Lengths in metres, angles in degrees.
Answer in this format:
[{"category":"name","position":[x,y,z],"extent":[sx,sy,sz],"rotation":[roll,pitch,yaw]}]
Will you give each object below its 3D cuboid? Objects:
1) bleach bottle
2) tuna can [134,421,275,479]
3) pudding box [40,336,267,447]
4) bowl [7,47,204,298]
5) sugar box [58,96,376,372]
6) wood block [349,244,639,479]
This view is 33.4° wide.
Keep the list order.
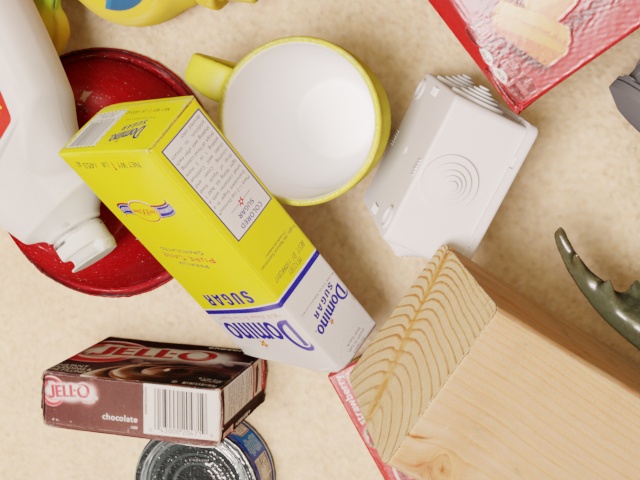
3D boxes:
[{"category":"bleach bottle","position":[-0.188,-0.099,0.601],"extent":[0.103,0.068,0.251],"rotation":[-33,89,27]},{"category":"tuna can","position":[-0.074,0.153,0.679],"extent":[0.086,0.033,0.086],"rotation":[2,98,15]},{"category":"pudding box","position":[-0.099,0.089,0.648],"extent":[0.113,0.090,0.039],"rotation":[6,100,13]},{"category":"bowl","position":[-0.145,-0.039,0.661],"extent":[0.162,0.055,0.162],"rotation":[2,97,15]},{"category":"sugar box","position":[-0.054,0.001,0.583],"extent":[0.094,0.048,0.176],"rotation":[4,139,50]},{"category":"wood block","position":[0.129,0.101,0.545],"extent":[0.206,0.090,0.091],"rotation":[31,102,-19]}]
